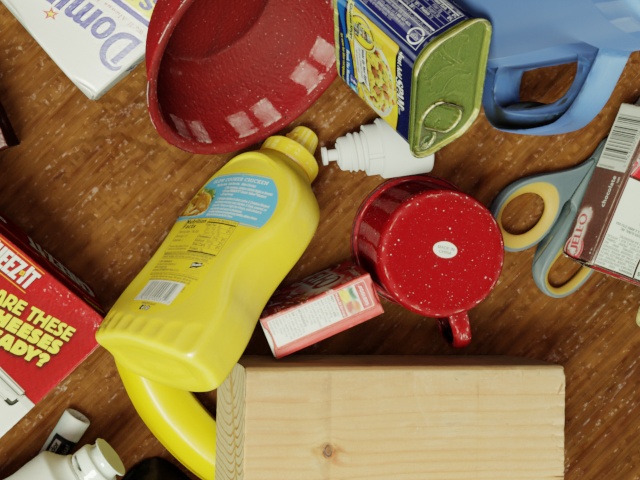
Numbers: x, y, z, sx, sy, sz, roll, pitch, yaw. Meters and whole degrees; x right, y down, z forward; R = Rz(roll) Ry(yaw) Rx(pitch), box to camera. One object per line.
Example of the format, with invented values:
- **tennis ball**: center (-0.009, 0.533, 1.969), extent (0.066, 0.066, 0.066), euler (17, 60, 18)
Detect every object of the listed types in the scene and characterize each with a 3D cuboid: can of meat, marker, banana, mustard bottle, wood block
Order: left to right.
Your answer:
- **marker**: center (-0.195, 0.168, 0.717), extent (0.020, 0.020, 0.121), euler (33, 92, -9)
- **banana**: center (-0.073, 0.123, 0.719), extent (0.197, 0.037, 0.069), euler (36, 74, -10)
- **mustard bottle**: center (-0.054, 0.001, 0.669), extent (0.058, 0.096, 0.191), euler (52, 57, -35)
- **wood block**: center (0.043, 0.120, 0.682), extent (0.205, 0.090, 0.091), euler (2, 88, -15)
- **can of meat**: center (0.053, -0.115, 0.656), extent (0.057, 0.102, 0.084), euler (-33, 61, -18)

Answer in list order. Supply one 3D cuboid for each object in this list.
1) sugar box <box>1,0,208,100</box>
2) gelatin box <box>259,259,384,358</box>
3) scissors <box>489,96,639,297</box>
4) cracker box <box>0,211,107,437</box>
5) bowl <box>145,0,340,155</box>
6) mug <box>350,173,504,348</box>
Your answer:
- **sugar box**: center (-0.109, -0.179, 0.674), extent (0.176, 0.048, 0.093), euler (-42, 99, -2)
- **gelatin box**: center (-0.004, 0.041, 0.688), extent (0.073, 0.089, 0.030), euler (-23, 97, -4)
- **scissors**: center (0.181, -0.060, 0.732), extent (0.096, 0.016, 0.202), euler (19, 94, -14)
- **cracker box**: center (-0.262, 0.068, 0.646), extent (0.213, 0.072, 0.164), euler (-44, 126, -1)
- **bowl**: center (-0.049, -0.131, 0.653), extent (0.162, 0.162, 0.055), euler (-41, 62, -1)
- **mug**: center (0.074, 0.016, 0.698), extent (0.093, 0.081, 0.117), euler (-16, 98, -4)
